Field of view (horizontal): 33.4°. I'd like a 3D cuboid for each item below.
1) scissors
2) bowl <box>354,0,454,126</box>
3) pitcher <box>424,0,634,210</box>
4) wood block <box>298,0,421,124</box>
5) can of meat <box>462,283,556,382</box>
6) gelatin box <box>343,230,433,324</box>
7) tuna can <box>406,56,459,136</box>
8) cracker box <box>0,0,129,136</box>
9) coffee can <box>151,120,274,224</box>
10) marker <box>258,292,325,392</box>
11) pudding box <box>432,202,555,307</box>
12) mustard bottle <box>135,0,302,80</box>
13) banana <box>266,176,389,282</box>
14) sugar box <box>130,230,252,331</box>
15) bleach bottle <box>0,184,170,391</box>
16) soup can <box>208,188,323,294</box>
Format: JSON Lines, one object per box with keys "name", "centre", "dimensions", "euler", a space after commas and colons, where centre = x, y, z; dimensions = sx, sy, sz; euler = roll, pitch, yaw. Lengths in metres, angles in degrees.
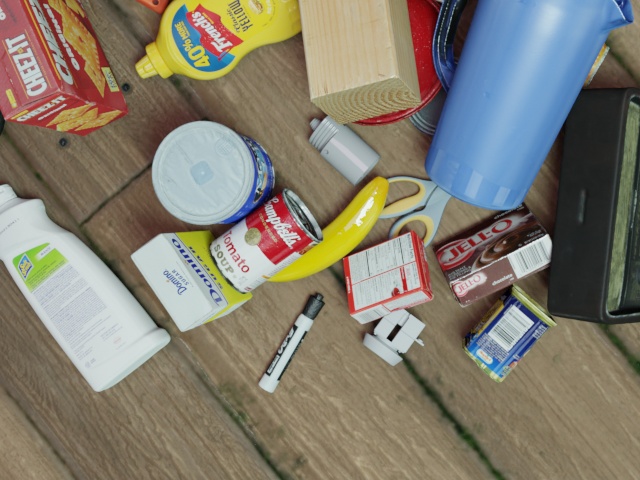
{"name": "scissors", "centre": [0.147, -0.043, 1.151], "dimensions": [0.202, 0.016, 0.096], "euler": [-11, 92, 8]}
{"name": "bowl", "centre": [0.055, -0.205, 1.118], "dimensions": [0.162, 0.055, 0.162], "euler": [-4, 78, 19]}
{"name": "pitcher", "centre": [0.183, -0.162, 1.042], "dimensions": [0.145, 0.149, 0.243], "euler": [14, 116, -12]}
{"name": "wood block", "centre": [0.033, -0.232, 1.052], "dimensions": [0.091, 0.090, 0.206], "euler": [-11, 76, 19]}
{"name": "can of meat", "centre": [0.193, 0.094, 1.106], "dimensions": [0.057, 0.102, 0.084], "euler": [41, 97, 4]}
{"name": "gelatin box", "centre": [0.071, 0.040, 1.128], "dimensions": [0.089, 0.030, 0.073], "euler": [-22, 53, 21]}
{"name": "tuna can", "centre": [0.132, -0.153, 1.142], "dimensions": [0.086, 0.033, 0.086], "euler": [0, 91, 7]}
{"name": "cracker box", "centre": [-0.287, -0.201, 1.101], "dimensions": [0.072, 0.213, 0.164], "euler": [-25, 88, 6]}
{"name": "coffee can", "centre": [-0.109, -0.068, 1.119], "dimensions": [0.103, 0.140, 0.103], "euler": [0, 91, 7]}
{"name": "marker", "centre": [-0.030, 0.111, 1.173], "dimensions": [0.020, 0.020, 0.121], "euler": [31, 94, 5]}
{"name": "pudding box", "centre": [0.180, 0.014, 1.110], "dimensions": [0.113, 0.090, 0.039], "euler": [-25, 115, 5]}
{"name": "mustard bottle", "centre": [-0.115, -0.230, 1.157], "dimensions": [0.192, 0.058, 0.096], "euler": [-28, 107, 8]}
{"name": "banana", "centre": [-0.007, -0.001, 1.151], "dimensions": [0.198, 0.037, 0.069], "euler": [-23, 99, 13]}
{"name": "sugar box", "centre": [-0.128, 0.038, 1.105], "dimensions": [0.048, 0.176, 0.093], "euler": [-35, 87, 6]}
{"name": "bleach bottle", "centre": [-0.280, 0.040, 1.182], "dimensions": [0.102, 0.068, 0.251], "euler": [-38, 84, 6]}
{"name": "soup can", "centre": [-0.057, 0.001, 1.117], "dimensions": [0.102, 0.068, 0.068], "euler": [-35, 87, 13]}
